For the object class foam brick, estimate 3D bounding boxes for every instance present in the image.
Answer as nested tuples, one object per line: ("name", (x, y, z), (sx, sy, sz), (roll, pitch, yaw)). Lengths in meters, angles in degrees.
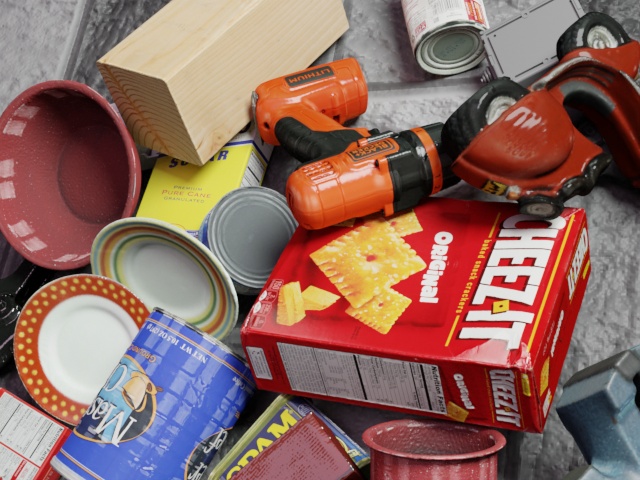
("foam brick", (-0.015, 0.164, 0.717), (0.078, 0.053, 0.051), (-39, 62, -3))

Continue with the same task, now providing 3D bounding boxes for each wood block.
("wood block", (-0.079, -0.170, 0.921), (0.090, 0.091, 0.205), (20, 55, 37))

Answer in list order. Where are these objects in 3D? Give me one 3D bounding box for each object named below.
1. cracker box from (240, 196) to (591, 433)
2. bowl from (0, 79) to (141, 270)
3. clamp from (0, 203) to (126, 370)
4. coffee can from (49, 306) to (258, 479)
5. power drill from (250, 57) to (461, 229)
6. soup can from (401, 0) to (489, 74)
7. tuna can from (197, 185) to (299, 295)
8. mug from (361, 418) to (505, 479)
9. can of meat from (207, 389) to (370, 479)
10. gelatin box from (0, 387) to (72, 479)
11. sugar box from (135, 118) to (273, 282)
("cracker box", (0.071, 0.041, 0.770), (0.214, 0.072, 0.164), (5, 43, 25))
("bowl", (-0.211, -0.056, 0.922), (0.162, 0.055, 0.162), (2, 94, 26))
("clamp", (-0.273, 0.056, 0.953), (0.210, 0.036, 0.164), (-20, 57, 7))
("coffee can", (-0.122, 0.136, 0.810), (0.103, 0.102, 0.140), (25, 75, 30))
("power drill", (0.037, -0.086, 0.846), (0.184, 0.057, 0.188), (-18, 32, -15))
("soup can", (0.105, -0.202, 0.915), (0.068, 0.068, 0.102), (-16, 59, 14))
("tuna can", (-0.056, 0.001, 0.867), (0.086, 0.034, 0.086), (7, 72, -22))
("mug", (0.077, 0.166, 0.709), (0.093, 0.117, 0.081), (1, 95, 18))
("can of meat", (-0.018, 0.173, 0.777), (0.084, 0.057, 0.102), (39, 83, 30))
("gelatin box", (-0.251, 0.174, 0.887), (0.089, 0.030, 0.073), (22, 73, 30))
("sugar box", (-0.104, -0.040, 0.929), (0.093, 0.048, 0.176), (4, 67, 24))
